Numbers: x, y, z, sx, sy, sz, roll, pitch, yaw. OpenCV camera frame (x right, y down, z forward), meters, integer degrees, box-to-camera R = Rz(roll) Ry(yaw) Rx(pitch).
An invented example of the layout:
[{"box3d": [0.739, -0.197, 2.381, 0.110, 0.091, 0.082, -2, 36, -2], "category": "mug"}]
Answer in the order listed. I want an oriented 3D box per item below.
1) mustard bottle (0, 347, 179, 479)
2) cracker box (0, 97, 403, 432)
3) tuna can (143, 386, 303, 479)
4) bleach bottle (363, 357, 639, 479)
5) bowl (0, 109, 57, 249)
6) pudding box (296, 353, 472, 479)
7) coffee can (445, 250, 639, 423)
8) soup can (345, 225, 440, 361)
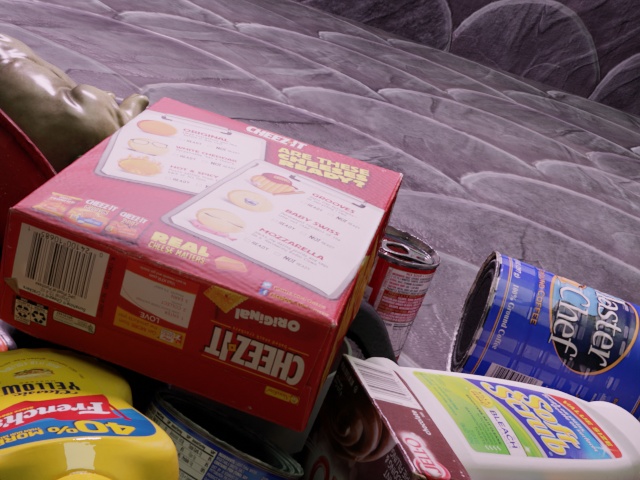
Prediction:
[{"box3d": [-0.111, 0.094, 0.440, 0.096, 0.058, 0.192, 0, 8, -23], "category": "mustard bottle"}, {"box3d": [-0.054, 0.001, 0.590, 0.164, 0.072, 0.213, 19, 24, 5], "category": "cracker box"}, {"box3d": [-0.053, 0.109, 0.536, 0.086, 0.034, 0.086, 30, -2, 1], "category": "tuna can"}, {"box3d": [0.129, 0.127, 0.676, 0.250, 0.068, 0.103, 7, 34, -40], "category": "bleach bottle"}, {"box3d": [-0.237, -0.046, 0.709, 0.162, 0.055, 0.162, 35, -23, 17], "category": "bowl"}, {"box3d": [0.025, 0.124, 0.534, 0.039, 0.090, 0.113, 17, 17, -21], "category": "pudding box"}, {"box3d": [0.179, 0.080, 0.805, 0.140, 0.103, 0.102, 21, 18, 0], "category": "coffee can"}, {"box3d": [0.034, 0.046, 0.744, 0.068, 0.102, 0.068, 19, 18, -7], "category": "soup can"}]
